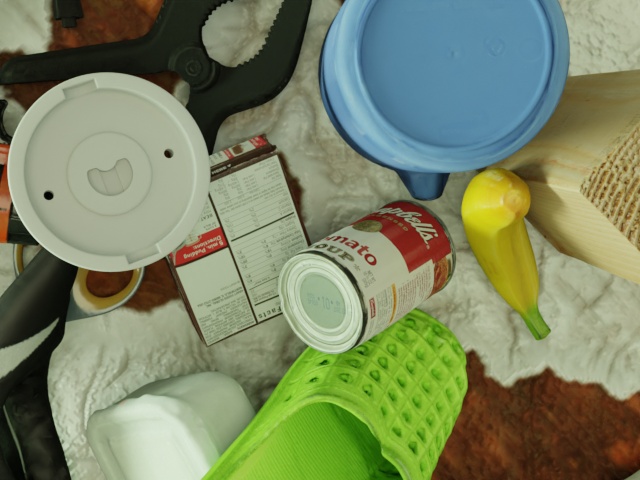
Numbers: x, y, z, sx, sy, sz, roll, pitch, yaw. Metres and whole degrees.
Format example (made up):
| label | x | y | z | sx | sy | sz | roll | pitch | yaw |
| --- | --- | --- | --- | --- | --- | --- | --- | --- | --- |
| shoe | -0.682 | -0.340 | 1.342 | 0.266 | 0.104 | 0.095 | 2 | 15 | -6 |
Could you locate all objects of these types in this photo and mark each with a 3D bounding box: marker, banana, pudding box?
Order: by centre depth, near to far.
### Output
| label | x | y | z | sx | sy | sz | roll | pitch | yaw |
| --- | --- | --- | --- | --- | --- | --- | --- | --- | --- |
| banana | 0.117 | -0.003 | 0.666 | 0.037 | 0.197 | 0.070 | -40 | 59 | -4 |
| marker | -0.166 | -0.196 | 0.676 | 0.020 | 0.020 | 0.121 | -6 | 97 | -5 |
| pudding box | -0.055 | 0.001 | 0.682 | 0.090 | 0.039 | 0.113 | -23 | 118 | -10 |

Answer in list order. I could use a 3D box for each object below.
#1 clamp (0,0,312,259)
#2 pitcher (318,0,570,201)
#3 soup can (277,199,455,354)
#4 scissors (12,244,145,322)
| label | x | y | z | sx | sy | sz | roll | pitch | yaw |
| --- | --- | --- | --- | --- | --- | --- | --- | --- | --- |
| clamp | -0.078 | -0.100 | 0.687 | 0.210 | 0.036 | 0.164 | -35 | 100 | 3 |
| pitcher | 0.061 | -0.108 | 0.594 | 0.149 | 0.243 | 0.145 | 43 | 96 | -4 |
| soup can | 0.030 | 0.022 | 0.670 | 0.102 | 0.069 | 0.068 | -28 | 102 | -46 |
| scissors | -0.181 | 0.066 | 0.708 | 0.096 | 0.016 | 0.202 | 17 | 95 | -7 |
